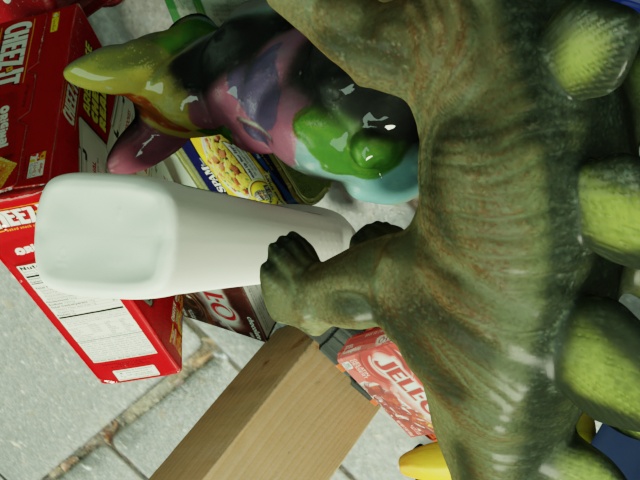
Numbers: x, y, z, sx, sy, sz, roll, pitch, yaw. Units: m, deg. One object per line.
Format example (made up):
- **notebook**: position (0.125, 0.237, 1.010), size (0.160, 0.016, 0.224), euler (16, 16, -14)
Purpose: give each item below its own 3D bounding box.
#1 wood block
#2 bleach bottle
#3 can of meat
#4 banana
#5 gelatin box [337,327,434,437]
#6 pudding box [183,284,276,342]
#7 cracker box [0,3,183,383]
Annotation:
- **wood block**: position (-0.042, 0.162, 0.856), size (0.090, 0.205, 0.091), euler (-23, 110, 48)
- **bleach bottle**: position (-0.054, 0.001, 0.672), size (0.103, 0.250, 0.068), euler (4, 90, 30)
- **can of meat**: position (-0.049, -0.065, 0.768), size (0.084, 0.057, 0.102), euler (-12, 119, 42)
- **banana**: position (0.130, 0.143, 0.743), size (0.069, 0.037, 0.198), euler (21, 151, -19)
- **gelatin box**: position (0.066, 0.098, 0.758), size (0.089, 0.030, 0.073), euler (47, 143, -15)
- **pudding box**: position (-0.088, 0.030, 0.888), size (0.090, 0.039, 0.113), euler (15, 149, 29)
- **cracker box**: position (-0.160, -0.025, 0.735), size (0.072, 0.164, 0.213), euler (-12, 141, 10)
